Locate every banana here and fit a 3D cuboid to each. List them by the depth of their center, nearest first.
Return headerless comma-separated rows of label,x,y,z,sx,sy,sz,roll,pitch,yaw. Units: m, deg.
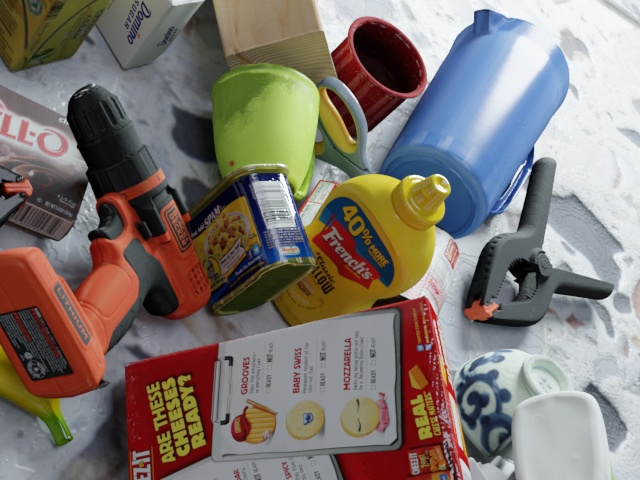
banana,-0.243,0.082,0.665,0.197,0.037,0.069,14,52,-32

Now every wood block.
wood block,-0.054,-0.237,0.975,0.090,0.091,0.206,-15,65,3

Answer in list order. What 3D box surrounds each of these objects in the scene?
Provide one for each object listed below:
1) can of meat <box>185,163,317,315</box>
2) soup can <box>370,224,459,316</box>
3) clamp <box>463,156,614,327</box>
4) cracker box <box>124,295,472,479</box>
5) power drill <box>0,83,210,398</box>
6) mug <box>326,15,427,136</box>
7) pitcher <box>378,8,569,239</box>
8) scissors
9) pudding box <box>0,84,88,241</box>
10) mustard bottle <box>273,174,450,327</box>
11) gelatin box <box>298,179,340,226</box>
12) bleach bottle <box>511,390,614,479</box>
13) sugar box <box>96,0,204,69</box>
can of meat,-0.055,0.001,0.827,0.057,0.102,0.084,-3,66,-41
soup can,0.078,0.038,0.934,0.068,0.069,0.102,40,44,-11
clamp,0.208,0.015,1.063,0.209,0.036,0.164,-25,94,-41
cracker box,-0.014,0.142,0.695,0.072,0.214,0.164,58,20,-58
power drill,-0.153,0.003,0.720,0.184,0.057,0.187,65,30,-17
mug,0.050,-0.156,1.032,0.117,0.082,0.093,-17,74,-44
pitcher,0.154,-0.102,1.061,0.149,0.145,0.242,35,48,1
scissors,0.026,-0.057,0.982,0.016,0.096,0.201,-44,124,-38
pudding box,-0.224,-0.061,0.776,0.113,0.039,0.090,27,48,-22
mustard bottle,0.034,0.004,0.831,0.058,0.192,0.096,-22,77,-45
gelatin box,0.025,-0.013,0.924,0.089,0.030,0.073,14,43,15
bleach bottle,0.214,0.232,0.845,0.102,0.068,0.250,-84,155,-44
sugar box,-0.175,-0.244,0.901,0.048,0.094,0.176,-27,82,-46
